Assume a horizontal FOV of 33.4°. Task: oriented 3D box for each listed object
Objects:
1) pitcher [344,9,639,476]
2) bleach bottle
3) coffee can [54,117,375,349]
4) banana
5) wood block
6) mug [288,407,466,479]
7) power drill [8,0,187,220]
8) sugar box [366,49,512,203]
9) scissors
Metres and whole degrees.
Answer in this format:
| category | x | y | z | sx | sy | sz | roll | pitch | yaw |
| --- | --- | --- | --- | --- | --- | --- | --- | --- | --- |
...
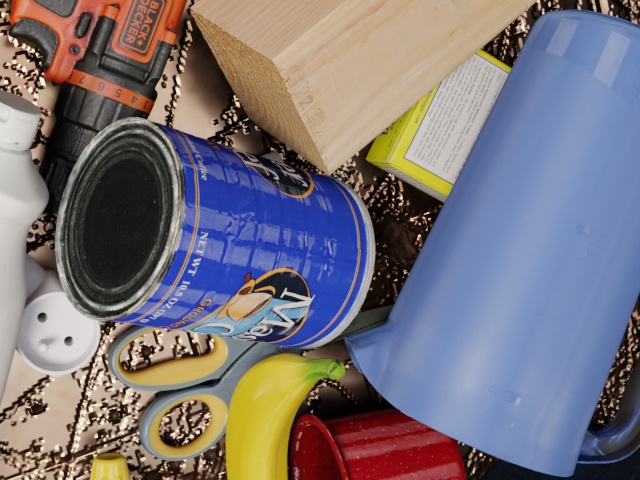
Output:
| category | x | y | z | sx | sy | sz | roll | pitch | yaw |
| --- | --- | --- | --- | --- | --- | --- | --- | --- | --- |
| pitcher | 0.136 | 0.004 | 0.607 | 0.149 | 0.145 | 0.243 | 20 | 94 | -55 |
| bleach bottle | -0.189 | 0.049 | 0.526 | 0.103 | 0.068 | 0.251 | 31 | 105 | 23 |
| coffee can | -0.054 | 0.001 | 0.571 | 0.140 | 0.103 | 0.103 | 14 | 90 | -45 |
| banana | -0.029 | 0.137 | 0.629 | 0.037 | 0.070 | 0.198 | -18 | 129 | -33 |
| wood block | 0.042 | -0.146 | 0.610 | 0.206 | 0.091 | 0.090 | -41 | 135 | -12 |
| mug | 0.040 | 0.148 | 0.638 | 0.081 | 0.117 | 0.093 | -7 | 109 | -23 |
| power drill | -0.171 | -0.119 | 0.570 | 0.187 | 0.057 | 0.184 | 21 | 90 | -24 |
| sugar box | 0.127 | -0.052 | 0.685 | 0.176 | 0.048 | 0.093 | 28 | 88 | -22 |
| scissors | -0.030 | 0.085 | 0.659 | 0.201 | 0.016 | 0.096 | 1 | 96 | -19 |
